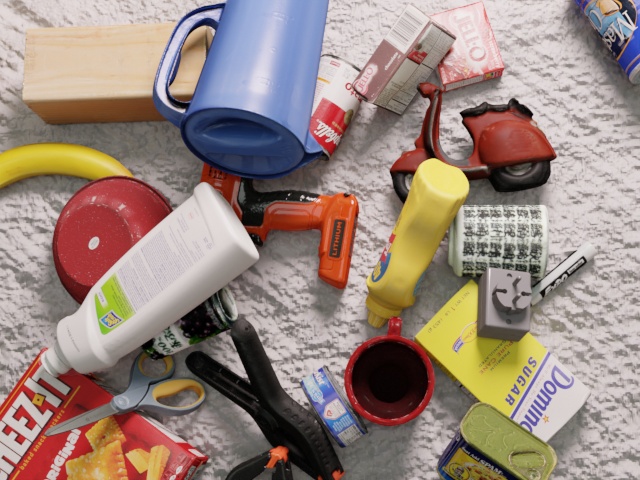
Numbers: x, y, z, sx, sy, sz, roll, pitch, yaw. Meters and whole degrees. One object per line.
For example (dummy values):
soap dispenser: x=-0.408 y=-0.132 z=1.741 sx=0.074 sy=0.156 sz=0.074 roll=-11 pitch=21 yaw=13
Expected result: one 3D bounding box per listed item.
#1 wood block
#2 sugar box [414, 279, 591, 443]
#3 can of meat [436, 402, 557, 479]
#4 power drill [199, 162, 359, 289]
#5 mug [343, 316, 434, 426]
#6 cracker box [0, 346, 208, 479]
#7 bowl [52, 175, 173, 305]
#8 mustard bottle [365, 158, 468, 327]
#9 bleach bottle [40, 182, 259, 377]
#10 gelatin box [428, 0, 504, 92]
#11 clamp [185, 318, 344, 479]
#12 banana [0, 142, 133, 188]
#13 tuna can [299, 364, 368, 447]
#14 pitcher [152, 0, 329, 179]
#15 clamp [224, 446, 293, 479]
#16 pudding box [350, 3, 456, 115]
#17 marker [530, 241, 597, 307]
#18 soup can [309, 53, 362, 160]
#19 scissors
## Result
wood block: x=-0.225 y=-0.190 z=1.225 sx=0.206 sy=0.091 sz=0.090 roll=-1 pitch=79 yaw=4
sugar box: x=0.193 y=0.136 z=1.143 sx=0.176 sy=0.048 sz=0.093 roll=43 pitch=82 yaw=13
can of meat: x=0.178 y=0.229 z=1.099 sx=0.102 sy=0.084 sz=0.057 roll=34 pitch=47 yaw=11
power drill: x=-0.058 y=0.001 z=1.187 sx=0.187 sy=0.057 sz=0.184 roll=10 pitch=87 yaw=6
mug: x=0.074 y=0.139 z=1.134 sx=0.093 sy=0.081 sz=0.117 roll=3 pitch=79 yaw=5
cracker box: x=-0.255 y=0.241 z=1.148 sx=0.214 sy=0.072 sz=0.164 roll=33 pitch=82 yaw=11
bowl: x=-0.238 y=0.006 z=1.184 sx=0.162 sy=0.055 sz=0.162 roll=-1 pitch=88 yaw=16
mustard bottle: x=0.095 y=0.013 z=1.139 sx=0.058 sy=0.096 sz=0.192 roll=22 pitch=115 yaw=-2
bleach bottle: x=-0.190 y=0.053 z=1.117 sx=0.251 sy=0.068 sz=0.103 roll=-36 pitch=55 yaw=6
gelatin box: x=0.164 y=-0.224 z=1.228 sx=0.073 sy=0.030 sz=0.089 roll=-15 pitch=78 yaw=2
clamp: x=-0.049 y=0.172 z=1.117 sx=0.210 sy=0.165 sz=0.036 roll=45 pitch=60 yaw=4
banana: x=-0.317 y=-0.080 z=1.240 sx=0.198 sy=0.037 sz=0.069 roll=-10 pitch=95 yaw=4
tuna can: x=0.014 y=0.176 z=1.131 sx=0.034 sy=0.086 sz=0.086 roll=-33 pitch=78 yaw=-1
pitcher: x=-0.070 y=-0.201 z=1.149 sx=0.145 sy=0.149 sz=0.242 roll=-6 pitch=58 yaw=31
clamp: x=-0.085 y=0.289 z=1.122 sx=0.120 sy=0.039 sz=0.171 roll=17 pitch=99 yaw=6
pudding box: x=0.093 y=-0.197 z=1.181 sx=0.039 sy=0.089 sz=0.113 roll=43 pitch=105 yaw=20
marker: x=0.252 y=0.045 z=1.170 sx=0.121 sy=0.020 sz=0.020 roll=-39 pitch=78 yaw=-3
soup can: x=0.005 y=-0.151 z=1.208 sx=0.068 sy=0.068 sz=0.102 roll=28 pitch=81 yaw=10
scissors: x=-0.212 y=0.157 z=1.126 sx=0.016 sy=0.201 sz=0.096 roll=-55 pitch=51 yaw=33
